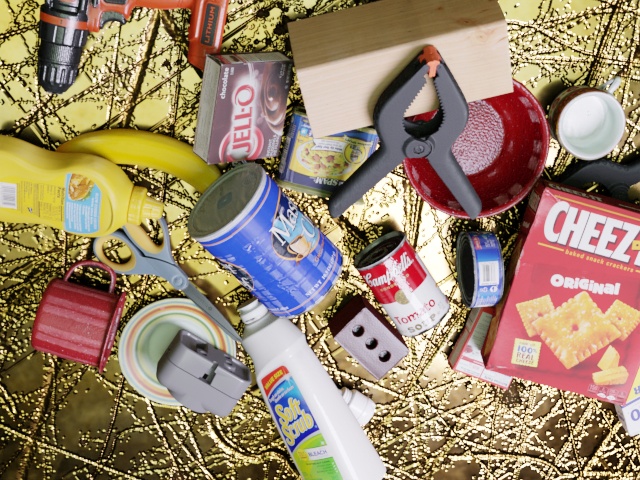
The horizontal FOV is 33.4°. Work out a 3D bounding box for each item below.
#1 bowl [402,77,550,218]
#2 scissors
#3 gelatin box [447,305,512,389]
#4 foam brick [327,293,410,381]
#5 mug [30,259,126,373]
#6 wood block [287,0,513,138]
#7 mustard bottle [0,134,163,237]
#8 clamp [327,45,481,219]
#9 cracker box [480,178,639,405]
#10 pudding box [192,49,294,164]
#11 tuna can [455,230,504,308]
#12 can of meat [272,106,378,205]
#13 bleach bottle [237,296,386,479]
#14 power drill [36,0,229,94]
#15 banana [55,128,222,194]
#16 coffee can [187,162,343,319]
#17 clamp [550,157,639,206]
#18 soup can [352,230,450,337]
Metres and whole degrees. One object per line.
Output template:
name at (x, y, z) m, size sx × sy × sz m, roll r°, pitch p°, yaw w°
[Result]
bowl at (0.163, -0.108, 1.158) m, size 0.162 × 0.055 × 0.162 m, roll -1°, pitch 106°, yaw -5°
scissors at (-0.176, 0.047, 1.180) m, size 0.096 × 0.016 × 0.202 m, roll -28°, pitch 97°, yaw 10°
gelatin box at (0.199, 0.120, 1.241) m, size 0.073 × 0.030 × 0.089 m, roll 20°, pitch 103°, yaw -12°
foam brick at (0.055, 0.109, 1.214) m, size 0.053 × 0.051 × 0.078 m, roll -44°, pitch 105°, yaw 8°
mug at (-0.261, 0.078, 1.162) m, size 0.081 × 0.093 × 0.117 m, roll 16°, pitch 92°, yaw -5°
wood block at (0.079, -0.185, 1.073) m, size 0.206 × 0.090 × 0.091 m, roll -13°, pitch 135°, yaw 4°
mustard bottle at (-0.261, -0.050, 1.123) m, size 0.191 × 0.058 × 0.096 m, roll 12°, pitch 129°, yaw -2°
clamp at (0.086, -0.097, 1.070) m, size 0.164 × 0.036 × 0.210 m, roll -5°, pitch 133°, yaw -3°
cracker box at (0.285, 0.058, 1.169) m, size 0.164 × 0.072 × 0.214 m, roll 16°, pitch 103°, yaw 0°
pudding box at (-0.081, -0.139, 1.108) m, size 0.089 × 0.039 × 0.113 m, roll -11°, pitch 122°, yaw -37°
tuna can at (0.176, 0.031, 1.184) m, size 0.033 × 0.086 × 0.086 m, roll -4°, pitch 106°, yaw -6°
can of meat at (0.008, -0.092, 1.149) m, size 0.102 × 0.057 × 0.084 m, roll 13°, pitch 103°, yaw -8°
bleach bottle at (-0.026, 0.179, 1.215) m, size 0.103 × 0.068 × 0.251 m, roll -20°, pitch 103°, yaw 46°
power drill at (-0.192, -0.226, 1.093) m, size 0.187 × 0.057 × 0.184 m, roll 11°, pitch 108°, yaw -9°
banana at (-0.182, -0.083, 1.146) m, size 0.197 × 0.037 × 0.070 m, roll 21°, pitch 103°, yaw -10°
coffee can at (-0.057, 0.001, 1.131) m, size 0.103 × 0.103 × 0.140 m, roll -40°, pitch 119°, yaw 7°
clamp at (0.338, -0.046, 1.201) m, size 0.171 × 0.039 × 0.120 m, roll -9°, pitch 102°, yaw 4°
soup can at (0.091, 0.049, 1.192) m, size 0.068 × 0.068 × 0.102 m, roll -33°, pitch 107°, yaw 5°
